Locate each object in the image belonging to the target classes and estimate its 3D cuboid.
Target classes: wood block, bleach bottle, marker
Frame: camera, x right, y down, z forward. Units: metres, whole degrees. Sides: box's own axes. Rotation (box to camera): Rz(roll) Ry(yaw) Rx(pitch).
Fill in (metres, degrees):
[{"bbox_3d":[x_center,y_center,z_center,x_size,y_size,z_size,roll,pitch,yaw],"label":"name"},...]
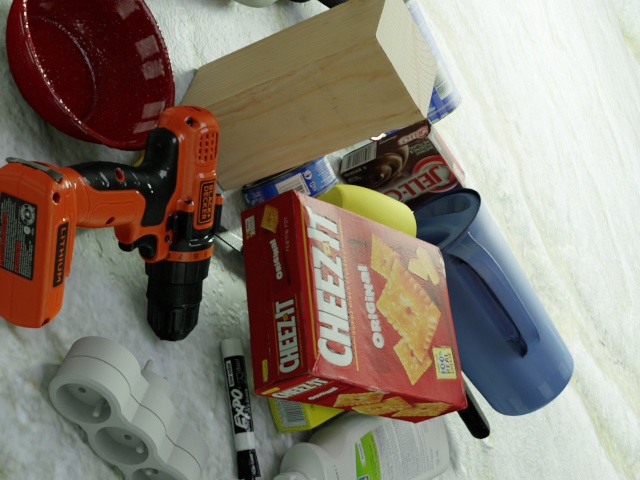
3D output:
[{"bbox_3d":[-0.013,-0.130,0.931,0.090,0.206,0.090,54,33,-30],"label":"wood block"},{"bbox_3d":[0.033,0.197,0.982,0.250,0.068,0.102,-2,76,-58],"label":"bleach bottle"},{"bbox_3d":[-0.066,0.141,0.883,0.020,0.020,0.121,14,62,-57],"label":"marker"}]

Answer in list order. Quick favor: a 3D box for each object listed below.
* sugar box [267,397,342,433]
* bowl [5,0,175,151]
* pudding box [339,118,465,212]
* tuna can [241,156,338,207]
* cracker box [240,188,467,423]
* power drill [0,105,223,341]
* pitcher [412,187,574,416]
[{"bbox_3d":[0.014,0.107,0.993,0.175,0.048,0.093,-18,94,-53],"label":"sugar box"},{"bbox_3d":[-0.181,-0.136,0.798,0.162,0.055,0.162,36,44,-46],"label":"bowl"},{"bbox_3d":[0.092,-0.075,1.178,0.090,0.114,0.039,50,32,-34],"label":"pudding box"},{"bbox_3d":[-0.029,-0.051,0.985,0.034,0.086,0.086,64,30,-10],"label":"tuna can"},{"bbox_3d":[0.033,0.063,0.934,0.213,0.072,0.164,20,55,-45],"label":"cracker box"},{"bbox_3d":[-0.144,0.002,0.749,0.187,0.057,0.184,-20,120,-55],"label":"power drill"},{"bbox_3d":[0.177,0.075,1.149,0.242,0.145,0.149,53,34,-20],"label":"pitcher"}]
